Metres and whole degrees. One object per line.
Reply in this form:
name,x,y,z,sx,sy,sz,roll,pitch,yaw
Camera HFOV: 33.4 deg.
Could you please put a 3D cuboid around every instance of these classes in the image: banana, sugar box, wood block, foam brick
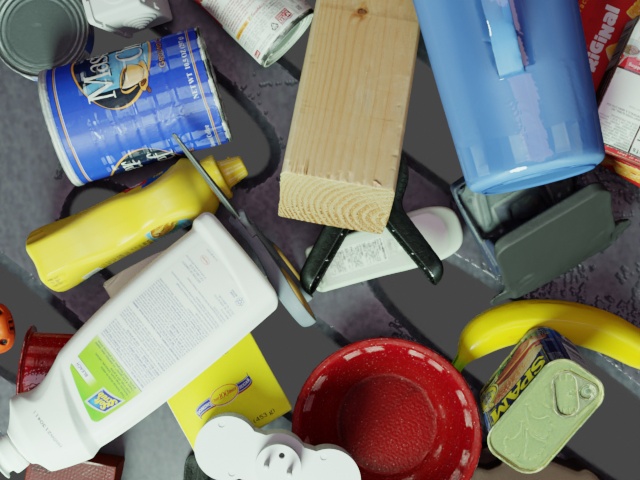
banana,0.208,0.085,0.944,0.198,0.037,0.069,-2,107,1
sugar box,-0.107,0.092,0.928,0.093,0.048,0.176,-30,89,-10
wood block,0.028,-0.121,0.887,0.091,0.090,0.206,10,68,1
foam brick,-0.215,0.211,0.930,0.078,0.051,0.053,11,88,0

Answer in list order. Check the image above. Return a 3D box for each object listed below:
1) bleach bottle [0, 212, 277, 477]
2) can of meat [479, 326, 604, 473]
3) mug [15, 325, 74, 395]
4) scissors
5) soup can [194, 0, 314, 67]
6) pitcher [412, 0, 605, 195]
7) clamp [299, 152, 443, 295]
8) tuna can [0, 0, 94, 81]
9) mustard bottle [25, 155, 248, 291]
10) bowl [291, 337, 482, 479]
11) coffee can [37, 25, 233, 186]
bleach bottle,-0.159,0.091,0.853,0.250,0.068,0.102,-38,79,-13
can of meat,0.181,0.130,0.893,0.057,0.084,0.102,35,104,-9
mug,-0.212,0.132,0.920,0.081,0.093,0.117,4,119,-5
scissors,-0.056,0.001,0.877,0.016,0.096,0.201,-34,132,6
soup can,-0.063,-0.210,0.932,0.102,0.068,0.068,44,89,0
pitcher,0.138,-0.164,0.816,0.149,0.145,0.243,-10,85,-34
clamp,0.029,-0.030,0.921,0.120,0.039,0.171,-10,67,-6
tuna can,-0.245,-0.184,0.948,0.086,0.034,0.086,0,89,0
mustard bottle,-0.151,-0.022,0.913,0.191,0.096,0.058,-26,89,-1
bowl,0.057,0.163,0.926,0.162,0.055,0.162,0,89,4
coffee can,-0.156,-0.115,0.912,0.140,0.103,0.103,-16,89,-1
